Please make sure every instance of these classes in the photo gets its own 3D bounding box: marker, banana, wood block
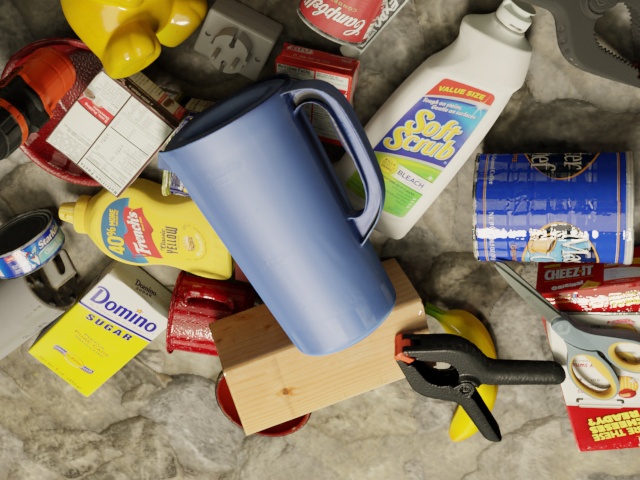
[{"bbox_3d":[0.061,-0.207,0.950,0.020,0.020,0.121,37,124,-12],"label":"marker"},{"bbox_3d":[0.161,0.145,1.161,0.070,0.037,0.198,7,126,31],"label":"banana"},{"bbox_3d":[0.002,0.107,1.089,0.206,0.090,0.091,-19,122,-6],"label":"wood block"}]

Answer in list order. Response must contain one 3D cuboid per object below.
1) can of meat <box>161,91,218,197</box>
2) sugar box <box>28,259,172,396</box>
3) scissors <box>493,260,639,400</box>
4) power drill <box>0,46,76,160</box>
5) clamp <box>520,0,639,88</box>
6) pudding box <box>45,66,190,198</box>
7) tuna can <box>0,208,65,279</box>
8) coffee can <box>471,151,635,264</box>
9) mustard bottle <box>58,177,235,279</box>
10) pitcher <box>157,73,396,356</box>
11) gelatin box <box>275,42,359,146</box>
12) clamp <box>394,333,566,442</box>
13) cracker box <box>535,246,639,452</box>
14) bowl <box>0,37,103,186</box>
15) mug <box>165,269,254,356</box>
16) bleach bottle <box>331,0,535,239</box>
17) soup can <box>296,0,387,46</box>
[{"bbox_3d":[-0.106,-0.087,1.047,0.084,0.057,0.102,11,117,4],"label":"can of meat"},{"bbox_3d":[-0.249,0.100,1.226,0.093,0.048,0.176,40,125,-14],"label":"sugar box"},{"bbox_3d":[0.248,0.077,1.004,0.096,0.016,0.201,-20,122,24],"label":"scissors"},{"bbox_3d":[-0.327,-0.096,0.967,0.188,0.184,0.057,-11,121,33],"label":"power drill"},{"bbox_3d":[0.215,-0.202,0.884,0.164,0.036,0.210,-31,118,6],"label":"clamp"},{"bbox_3d":[-0.191,-0.106,1.002,0.090,0.039,0.114,40,127,-12],"label":"pudding box"},{"bbox_3d":[-0.320,0.004,1.153,0.086,0.086,0.033,-13,122,22],"label":"tuna can"},{"bbox_3d":[0.214,-0.030,0.982,0.140,0.102,0.103,1,124,14],"label":"coffee can"},{"bbox_3d":[-0.181,-0.018,1.119,0.192,0.058,0.096,9,124,9],"label":"mustard bottle"},{"bbox_3d":[-0.022,-0.022,0.961,0.243,0.144,0.149,59,160,-18],"label":"pitcher"},{"bbox_3d":[-0.005,-0.136,0.998,0.073,0.030,0.089,14,138,9],"label":"gelatin box"},{"bbox_3d":[0.154,0.132,1.057,0.171,0.039,0.120,32,117,-24],"label":"clamp"},{"bbox_3d":[0.319,0.108,1.072,0.164,0.072,0.213,-9,122,21],"label":"cracker box"},{"bbox_3d":[-0.231,-0.135,1.052,0.162,0.055,0.162,7,125,10],"label":"bowl"},{"bbox_3d":[-0.117,0.077,1.145,0.081,0.093,0.117,9,151,2],"label":"mug"},{"bbox_3d":[0.104,-0.119,0.975,0.102,0.068,0.251,31,123,-5],"label":"bleach bottle"},{"bbox_3d":[0.032,-0.227,0.911,0.068,0.068,0.102,27,121,-5],"label":"soup can"}]
